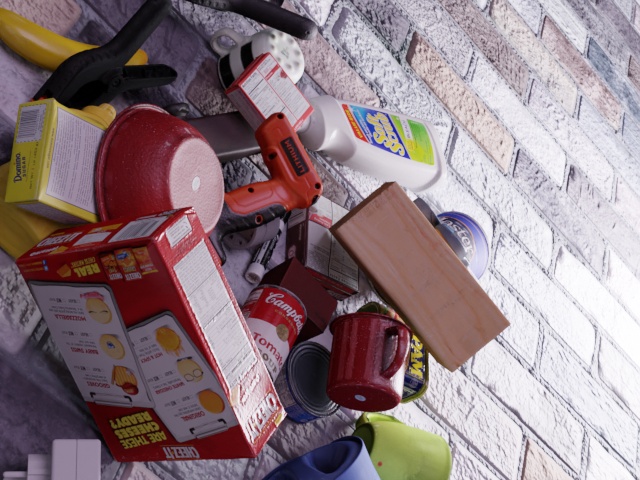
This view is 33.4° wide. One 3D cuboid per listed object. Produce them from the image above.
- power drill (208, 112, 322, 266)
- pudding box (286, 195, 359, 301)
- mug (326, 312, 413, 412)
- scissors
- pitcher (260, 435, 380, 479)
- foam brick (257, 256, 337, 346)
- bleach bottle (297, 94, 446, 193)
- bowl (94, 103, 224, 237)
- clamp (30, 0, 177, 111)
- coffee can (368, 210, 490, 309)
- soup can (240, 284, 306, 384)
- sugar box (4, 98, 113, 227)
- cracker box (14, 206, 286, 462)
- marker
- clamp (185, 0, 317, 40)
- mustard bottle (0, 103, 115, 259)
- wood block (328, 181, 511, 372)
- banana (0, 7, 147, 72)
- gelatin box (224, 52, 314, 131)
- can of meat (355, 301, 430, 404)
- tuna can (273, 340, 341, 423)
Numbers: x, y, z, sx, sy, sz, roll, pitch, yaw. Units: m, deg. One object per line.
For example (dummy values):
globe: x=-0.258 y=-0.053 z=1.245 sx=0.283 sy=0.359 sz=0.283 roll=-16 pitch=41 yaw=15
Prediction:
power drill: x=-0.106 y=-0.061 z=1.109 sx=0.187 sy=0.057 sz=0.184 roll=-29 pitch=93 yaw=-18
pudding box: x=0.004 y=0.005 z=1.269 sx=0.089 sy=0.039 sz=0.113 roll=28 pitch=52 yaw=-36
mug: x=0.057 y=0.130 z=1.141 sx=0.093 sy=0.117 sz=0.081 roll=25 pitch=56 yaw=-25
scissors: x=0.171 y=0.027 z=1.258 sx=0.201 sy=0.016 sz=0.096 roll=49 pitch=2 yaw=-29
pitcher: x=0.035 y=0.329 z=1.046 sx=0.149 sy=0.145 sz=0.243 roll=-33 pitch=98 yaw=-31
foam brick: x=-0.029 y=0.068 z=1.184 sx=0.078 sy=0.051 sz=0.053 roll=47 pitch=42 yaw=-18
bleach bottle: x=0.055 y=-0.128 z=1.385 sx=0.250 sy=0.068 sz=0.102 roll=8 pitch=63 yaw=-43
bowl: x=-0.136 y=-0.049 z=0.987 sx=0.161 sy=0.055 sz=0.162 roll=9 pitch=79 yaw=-62
clamp: x=-0.210 y=-0.177 z=1.068 sx=0.039 sy=0.120 sz=0.171 roll=38 pitch=53 yaw=26
coffee can: x=0.139 y=0.025 z=1.356 sx=0.140 sy=0.103 sz=0.103 roll=-19 pitch=84 yaw=-51
soup can: x=-0.063 y=0.104 z=1.113 sx=0.068 sy=0.069 sz=0.102 roll=48 pitch=42 yaw=-19
sugar box: x=-0.204 y=-0.054 z=0.969 sx=0.176 sy=0.048 sz=0.093 roll=31 pitch=61 yaw=-59
cracker box: x=-0.144 y=0.084 z=0.919 sx=0.072 sy=0.164 sz=0.213 roll=-47 pitch=121 yaw=-50
marker: x=-0.058 y=0.001 z=1.216 sx=0.020 sy=0.020 sz=0.121 roll=45 pitch=42 yaw=-21
clamp: x=-0.109 y=-0.285 z=1.250 sx=0.209 sy=0.036 sz=0.165 roll=9 pitch=22 yaw=-29
mustard bottle: x=-0.244 y=-0.069 z=1.011 sx=0.096 sy=0.058 sz=0.191 roll=51 pitch=41 yaw=-24
wood block: x=0.110 y=0.039 z=1.220 sx=0.206 sy=0.090 sz=0.091 roll=51 pitch=-3 yaw=-5
banana: x=-0.256 y=-0.198 z=1.094 sx=0.197 sy=0.037 sz=0.069 roll=18 pitch=57 yaw=-42
gelatin box: x=-0.058 y=-0.157 z=1.207 sx=0.089 sy=0.030 sz=0.073 roll=51 pitch=48 yaw=-17
can of meat: x=0.081 y=0.132 z=1.269 sx=0.083 sy=0.058 sz=0.102 roll=28 pitch=49 yaw=-32
tuna can: x=-0.015 y=0.155 z=1.165 sx=0.086 sy=0.034 sz=0.086 roll=26 pitch=52 yaw=-37
